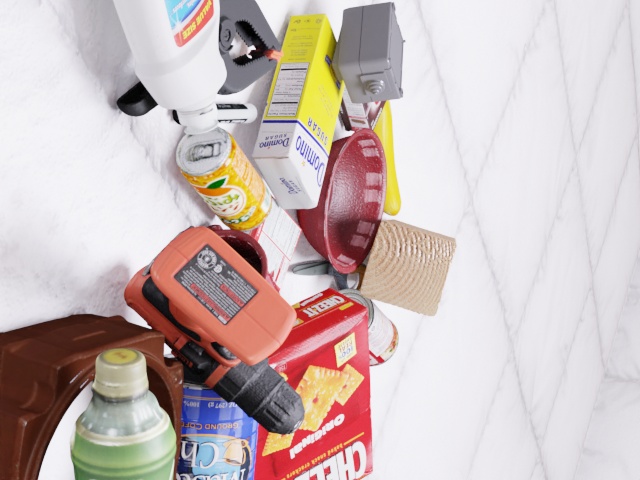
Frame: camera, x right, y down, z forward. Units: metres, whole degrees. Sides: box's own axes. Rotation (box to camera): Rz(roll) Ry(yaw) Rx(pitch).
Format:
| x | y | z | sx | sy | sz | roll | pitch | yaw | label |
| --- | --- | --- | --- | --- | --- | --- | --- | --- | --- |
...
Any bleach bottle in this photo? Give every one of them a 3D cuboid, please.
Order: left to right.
| x | y | z | sx | sy | sz | roll | pitch | yaw | label |
| --- | --- | --- | --- | --- | --- | --- | --- | --- | --- |
| -0.115 | -0.203 | 0.793 | 0.102 | 0.068 | 0.251 | -44 | 130 | -46 | bleach bottle |

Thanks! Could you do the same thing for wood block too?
| x | y | z | sx | sy | sz | roll | pitch | yaw | label |
| --- | --- | --- | --- | --- | --- | --- | --- | --- | --- |
| 0.109 | 0.029 | 1.281 | 0.206 | 0.091 | 0.090 | -11 | 118 | -83 | wood block |

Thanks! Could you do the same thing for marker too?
| x | y | z | sx | sy | sz | roll | pitch | yaw | label |
| --- | --- | --- | --- | --- | --- | --- | --- | --- | --- |
| -0.095 | -0.114 | 0.962 | 0.120 | 0.020 | 0.020 | -14 | 112 | -63 | marker |

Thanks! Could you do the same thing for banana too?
| x | y | z | sx | sy | sz | roll | pitch | yaw | label |
| --- | --- | --- | --- | --- | --- | --- | --- | --- | --- |
| 0.078 | -0.104 | 1.304 | 0.069 | 0.037 | 0.198 | -46 | 139 | -47 | banana |

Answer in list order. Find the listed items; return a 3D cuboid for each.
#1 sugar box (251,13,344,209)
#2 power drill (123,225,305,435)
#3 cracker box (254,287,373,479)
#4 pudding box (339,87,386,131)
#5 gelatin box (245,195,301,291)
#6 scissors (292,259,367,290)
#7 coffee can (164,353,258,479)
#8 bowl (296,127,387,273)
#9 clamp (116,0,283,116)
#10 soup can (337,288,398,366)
| x | y | z | sx | sy | sz | roll | pitch | yaw | label |
| --- | --- | --- | --- | --- | --- | --- | --- | --- | --- |
| -0.017 | -0.128 | 1.058 | 0.093 | 0.048 | 0.176 | 60 | 35 | -55 | sugar box |
| -0.073 | 0.073 | 0.814 | 0.057 | 0.184 | 0.188 | -48 | 177 | -21 | power drill |
| -0.026 | 0.178 | 1.097 | 0.163 | 0.072 | 0.214 | -23 | 122 | -34 | cracker box |
| 0.053 | -0.192 | 1.216 | 0.113 | 0.039 | 0.090 | -64 | 151 | -29 | pudding box |
| -0.057 | 0.001 | 1.074 | 0.089 | 0.030 | 0.073 | 51 | 53 | -58 | gelatin box |
| 0.019 | 0.014 | 1.254 | 0.201 | 0.016 | 0.096 | 33 | 69 | -63 | scissors |
| -0.107 | 0.181 | 0.953 | 0.102 | 0.103 | 0.140 | -13 | 111 | -63 | coffee can |
| 0.018 | -0.047 | 1.180 | 0.161 | 0.055 | 0.162 | -34 | 130 | -56 | bowl |
| -0.096 | -0.187 | 0.912 | 0.209 | 0.036 | 0.164 | -10 | 108 | -60 | clamp |
| 0.048 | 0.106 | 1.288 | 0.102 | 0.069 | 0.068 | 48 | 57 | -59 | soup can |
